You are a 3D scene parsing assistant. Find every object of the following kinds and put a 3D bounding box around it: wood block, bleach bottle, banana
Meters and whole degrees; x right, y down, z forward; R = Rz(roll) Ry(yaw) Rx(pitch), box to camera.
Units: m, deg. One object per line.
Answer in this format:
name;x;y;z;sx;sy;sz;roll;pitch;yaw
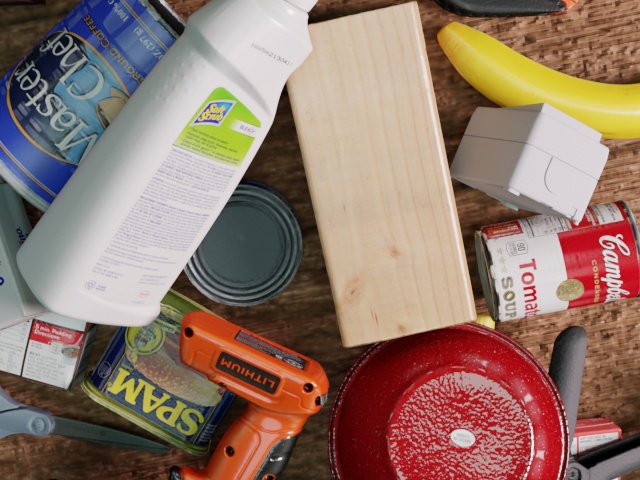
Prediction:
wood block;0.037;-0.046;0.708;0.090;0.091;0.206;-12;100;3
bleach bottle;-0.078;-0.059;0.646;0.251;0.102;0.068;-51;58;18
banana;0.175;-0.105;0.726;0.197;0.037;0.069;5;74;-3

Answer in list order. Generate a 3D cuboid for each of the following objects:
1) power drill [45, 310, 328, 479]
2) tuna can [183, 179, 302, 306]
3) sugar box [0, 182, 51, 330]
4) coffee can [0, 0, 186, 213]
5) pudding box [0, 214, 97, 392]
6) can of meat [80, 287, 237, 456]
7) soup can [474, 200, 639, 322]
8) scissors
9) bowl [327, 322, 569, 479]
power drill;-0.089;0.145;0.705;0.184;0.057;0.188;23;98;-2
tuna can;-0.055;0.001;0.747;0.086;0.034;0.086;0;101;0
sugar box;-0.271;0.033;0.721;0.176;0.048;0.093;-19;88;17
coffee can;-0.144;-0.094;0.694;0.140;0.103;0.103;-42;98;7
pudding box;-0.202;0.041;0.754;0.090;0.039;0.113;16;98;0
can of meat;-0.102;0.088;0.753;0.102;0.057;0.084;31;97;-6
soup can;0.162;0.015;0.731;0.102;0.068;0.068;-11;101;3
scissors;-0.221;0.147;0.786;0.201;0.016;0.096;27;101;-5
bowl;0.085;0.128;0.681;0.162;0.055;0.162;0;80;-1
